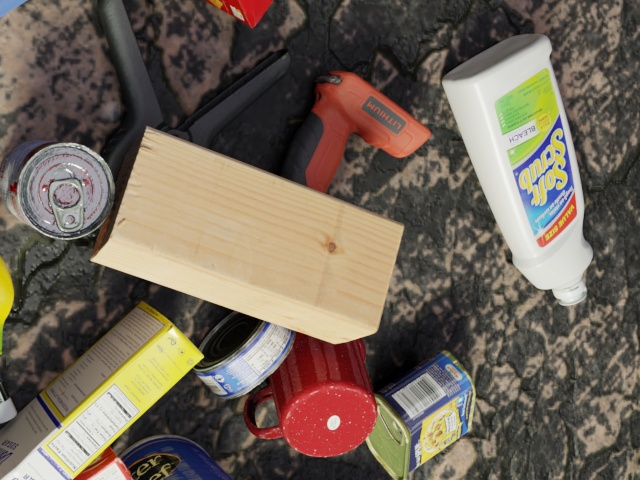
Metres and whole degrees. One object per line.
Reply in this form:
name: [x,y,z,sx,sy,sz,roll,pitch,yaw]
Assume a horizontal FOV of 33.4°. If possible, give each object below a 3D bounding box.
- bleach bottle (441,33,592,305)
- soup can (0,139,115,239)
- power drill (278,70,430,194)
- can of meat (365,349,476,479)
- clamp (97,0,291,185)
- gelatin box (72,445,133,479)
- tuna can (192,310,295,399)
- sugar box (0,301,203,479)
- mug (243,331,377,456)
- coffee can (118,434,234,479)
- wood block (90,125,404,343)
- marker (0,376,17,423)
bleach bottle: [0.201,-0.056,0.989,0.102,0.068,0.251,-31,111,-17]
soup can: [-0.197,-0.040,0.787,0.068,0.102,0.068,-3,98,-24]
power drill: [0.014,-0.034,0.909,0.184,0.057,0.187,35,82,-24]
can of meat: [0.089,0.155,0.950,0.083,0.057,0.102,-30,146,-21]
clamp: [-0.112,-0.083,0.856,0.164,0.036,0.210,8,95,-25]
gelatin box: [-0.196,0.194,0.834,0.089,0.073,0.030,-35,110,-17]
tuna can: [-0.064,0.088,0.874,0.086,0.086,0.033,-45,110,-13]
sugar box: [-0.179,0.127,0.823,0.176,0.093,0.048,-45,112,-12]
mug: [-0.010,0.130,0.893,0.117,0.081,0.093,-22,125,3]
coffee can: [-0.107,0.222,0.841,0.102,0.140,0.103,-3,98,-24]
wood block: [-0.055,0.001,0.801,0.206,0.090,0.091,20,73,-16]
marker: [-0.264,0.084,0.819,0.020,0.020,0.121,-24,106,-20]
